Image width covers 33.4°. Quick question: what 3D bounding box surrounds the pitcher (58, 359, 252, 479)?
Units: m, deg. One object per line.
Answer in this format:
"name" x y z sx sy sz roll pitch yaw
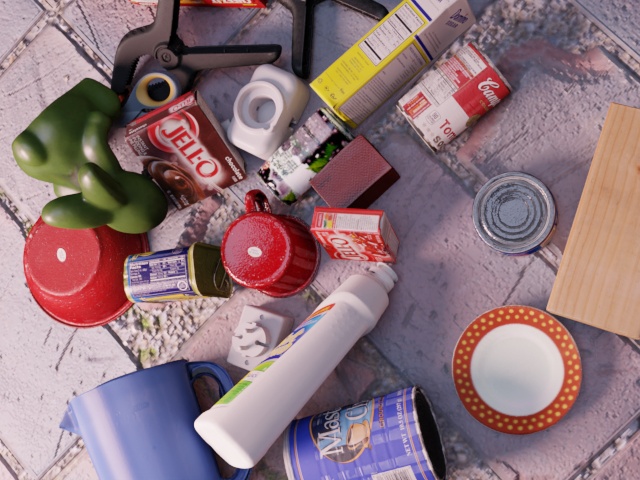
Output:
"pitcher" -0.154 0.250 1.117 0.149 0.144 0.243 -29 79 40

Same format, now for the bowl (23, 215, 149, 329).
"bowl" -0.278 0.019 1.211 0.162 0.055 0.162 -2 83 17

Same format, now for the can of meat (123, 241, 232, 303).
"can of meat" -0.153 0.038 1.148 0.084 0.102 0.057 -8 83 17

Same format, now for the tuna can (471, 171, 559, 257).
"tuna can" 0.198 -0.027 1.085 0.086 0.033 0.086 -2 84 16

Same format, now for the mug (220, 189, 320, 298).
"mug" -0.057 0.001 1.133 0.093 0.081 0.117 -14 81 15

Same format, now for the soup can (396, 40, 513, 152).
"soup can" 0.137 -0.148 1.099 0.102 0.068 0.068 -39 75 10

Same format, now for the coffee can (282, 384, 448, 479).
"coffee can" 0.046 0.212 1.069 0.140 0.102 0.103 -18 79 14

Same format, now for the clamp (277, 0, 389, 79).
"clamp" -0.015 -0.263 1.172 0.120 0.039 0.171 -38 69 5

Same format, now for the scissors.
"scissors" -0.229 -0.154 1.206 0.202 0.016 0.096 14 115 21

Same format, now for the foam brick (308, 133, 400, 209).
"foam brick" 0.037 -0.065 1.128 0.078 0.051 0.053 -42 74 8

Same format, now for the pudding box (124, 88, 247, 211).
"pudding box" -0.145 -0.097 1.158 0.090 0.113 0.039 -24 37 14

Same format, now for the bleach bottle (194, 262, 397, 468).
"bleach bottle" -0.014 0.118 1.085 0.068 0.103 0.250 47 69 -5

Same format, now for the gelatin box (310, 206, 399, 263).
"gelatin box" 0.037 -0.004 1.101 0.073 0.089 0.030 4 70 17

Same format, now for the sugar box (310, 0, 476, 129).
"sugar box" 0.077 -0.197 1.109 0.176 0.093 0.048 -43 75 7

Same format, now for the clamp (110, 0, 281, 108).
"clamp" -0.155 -0.206 1.184 0.164 0.036 0.210 41 121 -10

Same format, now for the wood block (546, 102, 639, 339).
"wood block" 0.293 -0.016 1.026 0.090 0.090 0.206 17 89 18
